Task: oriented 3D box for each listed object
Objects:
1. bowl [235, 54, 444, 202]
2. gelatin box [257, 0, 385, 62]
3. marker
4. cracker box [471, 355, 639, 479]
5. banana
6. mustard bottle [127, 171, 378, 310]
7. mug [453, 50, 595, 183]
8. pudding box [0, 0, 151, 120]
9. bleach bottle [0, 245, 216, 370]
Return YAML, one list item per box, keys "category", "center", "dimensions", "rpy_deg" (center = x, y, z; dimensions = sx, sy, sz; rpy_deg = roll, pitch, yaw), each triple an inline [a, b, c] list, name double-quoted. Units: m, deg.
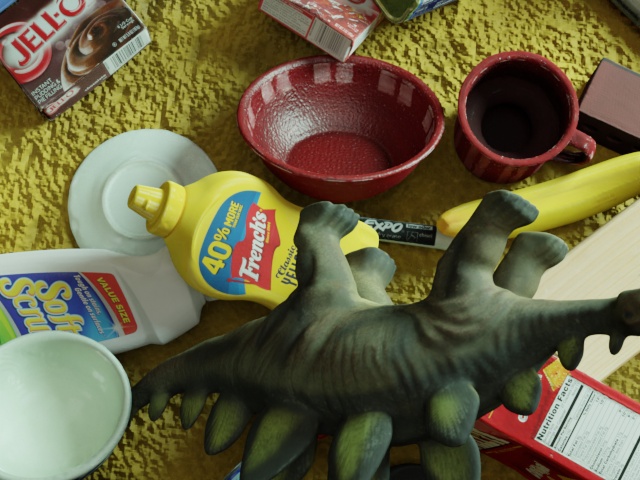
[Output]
- category: "bowl"
  center: [0.015, -0.080, 0.844]
  dimensions: [0.162, 0.055, 0.162]
  rpy_deg: [0, 44, 0]
- category: "gelatin box"
  center: [0.003, -0.197, 0.885]
  dimensions: [0.089, 0.030, 0.073]
  rpy_deg: [34, 50, 6]
- category: "marker"
  center: [0.048, -0.008, 0.868]
  dimensions: [0.121, 0.020, 0.020]
  rpy_deg: [7, 78, 1]
- category: "cracker box"
  center: [0.183, 0.148, 0.762]
  dimensions: [0.214, 0.164, 0.072]
  rpy_deg: [29, 78, 5]
- category: "banana"
  center: [0.188, -0.036, 0.849]
  dimensions: [0.198, 0.069, 0.037]
  rpy_deg: [-19, 63, 4]
- category: "mustard bottle"
  center: [-0.055, 0.001, 0.804]
  dimensions: [0.191, 0.058, 0.096]
  rpy_deg: [23, 94, -24]
- category: "mug"
  center: [0.162, -0.089, 0.852]
  dimensions: [0.117, 0.081, 0.093]
  rpy_deg: [20, 79, 4]
- category: "pudding box"
  center: [-0.212, -0.169, 0.891]
  dimensions: [0.113, 0.039, 0.090]
  rpy_deg: [-39, 80, -8]
- category: "bleach bottle"
  center: [-0.198, 0.045, 0.833]
  dimensions: [0.250, 0.068, 0.102]
  rpy_deg: [-11, 91, -4]
